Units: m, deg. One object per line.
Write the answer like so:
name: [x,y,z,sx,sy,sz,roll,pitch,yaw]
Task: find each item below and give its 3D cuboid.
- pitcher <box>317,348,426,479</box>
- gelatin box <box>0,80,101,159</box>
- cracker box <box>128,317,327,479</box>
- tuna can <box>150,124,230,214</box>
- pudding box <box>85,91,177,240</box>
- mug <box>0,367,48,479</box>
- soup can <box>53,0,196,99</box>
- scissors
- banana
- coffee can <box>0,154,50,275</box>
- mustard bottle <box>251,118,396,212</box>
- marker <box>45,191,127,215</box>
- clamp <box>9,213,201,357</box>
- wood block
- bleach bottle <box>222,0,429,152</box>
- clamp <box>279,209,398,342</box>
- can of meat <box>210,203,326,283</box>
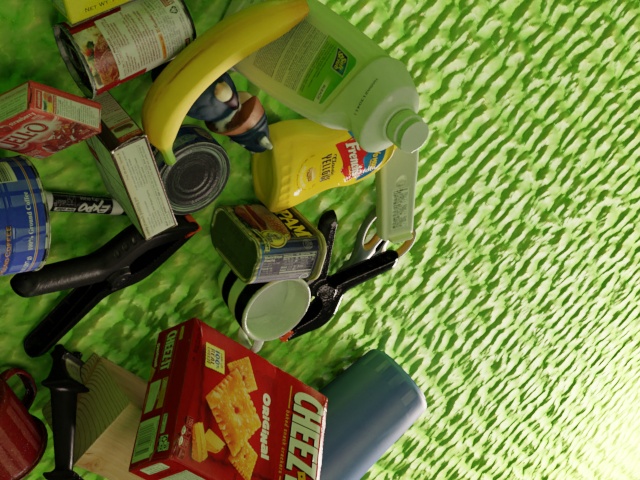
pitcher: [0.018,0.259,1.399,0.242,0.149,0.145,-41,125,-10]
gelatin box: [-0.240,-0.099,0.896,0.089,0.030,0.073,-16,159,37]
cracker box: [-0.090,0.204,1.144,0.072,0.164,0.213,-25,134,37]
tuna can: [-0.132,-0.068,1.049,0.086,0.034,0.086,-23,135,-25]
pudding box: [-0.176,-0.068,0.968,0.039,0.090,0.113,-31,138,-15]
mug: [-0.324,0.178,1.062,0.117,0.093,0.081,-57,144,-34]
soup can: [-0.165,-0.172,0.906,0.102,0.069,0.068,-30,138,-19]
scissors: [0.047,0.040,1.307,0.096,0.016,0.202,21,108,-43]
banana: [-0.095,-0.146,0.920,0.198,0.037,0.069,-43,153,20]
coffee can: [-0.311,-0.014,0.888,0.140,0.103,0.103,-10,129,-35]
mustard bottle: [0.021,-0.099,1.136,0.191,0.058,0.096,-21,136,-27]
marker: [-0.218,-0.034,1.016,0.120,0.020,0.020,3,121,-42]
clamp: [-0.212,0.035,1.051,0.209,0.036,0.165,-31,163,-30]
wood block: [-0.198,0.218,1.194,0.091,0.090,0.205,-47,140,2]
bleach bottle: [0.003,-0.143,0.931,0.067,0.251,0.103,8,117,-44]
clamp: [0.012,0.052,1.261,0.120,0.039,0.172,25,111,-25]
can of meat: [-0.057,0.001,1.122,0.083,0.102,0.057,-5,124,-35]
